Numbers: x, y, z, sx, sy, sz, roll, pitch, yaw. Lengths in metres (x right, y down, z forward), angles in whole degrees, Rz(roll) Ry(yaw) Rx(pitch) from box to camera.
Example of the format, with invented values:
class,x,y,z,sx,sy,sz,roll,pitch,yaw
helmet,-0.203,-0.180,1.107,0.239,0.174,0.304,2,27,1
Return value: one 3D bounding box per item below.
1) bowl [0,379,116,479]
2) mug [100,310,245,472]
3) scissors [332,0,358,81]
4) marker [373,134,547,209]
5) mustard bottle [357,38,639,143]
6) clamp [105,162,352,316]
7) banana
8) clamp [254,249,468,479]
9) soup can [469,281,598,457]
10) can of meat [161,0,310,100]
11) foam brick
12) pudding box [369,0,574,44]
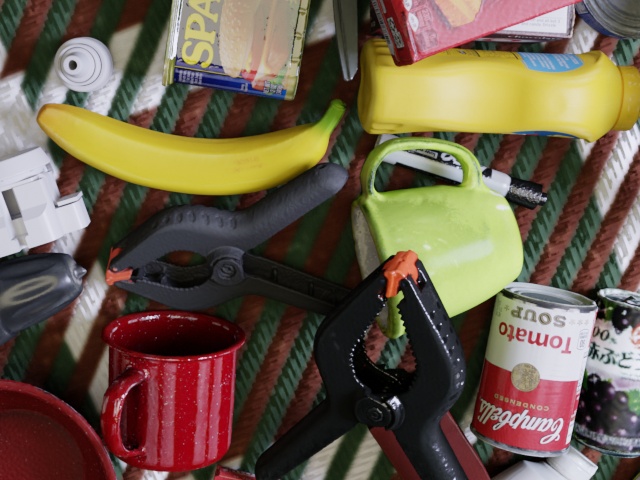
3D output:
class,x,y,z,sx,sy,sz,roll,pitch,yaw
bowl,-0.209,0.164,0.717,0.162,0.055,0.162,0,99,3
mug,-0.102,0.101,0.687,0.093,0.117,0.081,10,105,21
scissors,0.030,-0.200,0.655,0.096,0.016,0.202,-16,79,-11
marker,0.095,-0.045,0.715,0.121,0.020,0.020,18,99,-5
mustard bottle,0.121,-0.093,0.669,0.191,0.096,0.058,2,103,-3
clamp,-0.055,0.001,0.694,0.171,0.039,0.120,0,120,-4
banana,-0.081,-0.061,0.691,0.198,0.037,0.070,-2,119,2
clamp,0.048,0.104,0.660,0.165,0.036,0.210,20,124,11
soup can,0.143,0.085,0.715,0.068,0.068,0.102,9,99,-4
can of meat,-0.052,-0.142,0.674,0.084,0.057,0.102,8,100,-7
foam brick,0.071,0.138,0.730,0.053,0.051,0.078,-31,100,2
pudding box,0.091,-0.143,0.662,0.113,0.090,0.039,0,99,-3
